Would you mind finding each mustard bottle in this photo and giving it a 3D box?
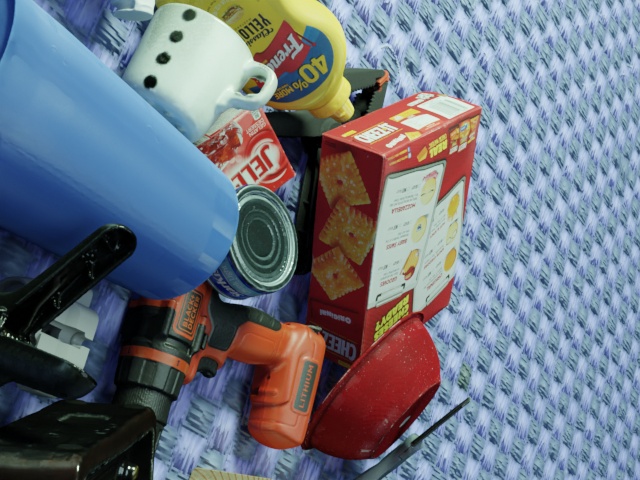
[{"bbox_3d":[-0.035,-0.159,0.851,0.191,0.096,0.058,42,27,-36],"label":"mustard bottle"}]

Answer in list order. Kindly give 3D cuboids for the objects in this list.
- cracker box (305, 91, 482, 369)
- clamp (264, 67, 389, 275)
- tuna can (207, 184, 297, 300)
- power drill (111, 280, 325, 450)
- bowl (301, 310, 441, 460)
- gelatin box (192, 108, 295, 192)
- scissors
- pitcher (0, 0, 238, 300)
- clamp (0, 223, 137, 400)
[{"bbox_3d":[0.063,-0.012,0.959,0.163,0.072,0.214,-30,134,-47],"label":"cracker box"},{"bbox_3d":[0.002,-0.082,0.960,0.209,0.036,0.164,-44,124,-38],"label":"clamp"},{"bbox_3d":[-0.055,0.001,0.812,0.086,0.034,0.086,21,64,-49],"label":"tuna can"},{"bbox_3d":[-0.080,0.104,0.838,0.187,0.057,0.184,35,63,-46],"label":"power drill"},{"bbox_3d":[0.056,0.140,0.939,0.162,0.055,0.162,-43,162,-18],"label":"bowl"},{"bbox_3d":[-0.072,-0.058,0.847,0.089,0.030,0.073,-37,122,-18],"label":"gelatin box"},{"bbox_3d":[0.065,0.195,0.949,0.096,0.202,0.016,-31,76,-25],"label":"scissors"},{"bbox_3d":[-0.163,-0.062,0.691,0.242,0.145,0.149,39,72,-49],"label":"pitcher"},{"bbox_3d":[-0.182,0.063,0.615,0.039,0.172,0.120,52,22,-30],"label":"clamp"}]
